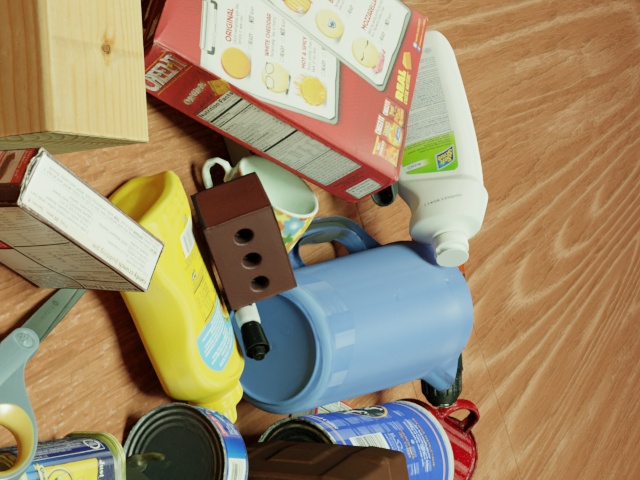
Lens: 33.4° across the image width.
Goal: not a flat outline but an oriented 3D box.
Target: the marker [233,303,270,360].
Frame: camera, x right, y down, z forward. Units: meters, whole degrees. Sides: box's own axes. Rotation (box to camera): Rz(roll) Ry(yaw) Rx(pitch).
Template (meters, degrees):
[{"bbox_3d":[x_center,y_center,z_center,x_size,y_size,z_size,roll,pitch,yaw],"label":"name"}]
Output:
[{"bbox_3d":[-0.061,0.040,0.805,0.020,0.020,0.121,48,16,-49],"label":"marker"}]

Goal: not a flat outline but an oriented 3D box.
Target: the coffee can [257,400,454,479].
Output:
[{"bbox_3d":[0.028,0.188,0.868,0.140,0.103,0.103,2,85,-49],"label":"coffee can"}]

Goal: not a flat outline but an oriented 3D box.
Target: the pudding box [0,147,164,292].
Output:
[{"bbox_3d":[-0.159,-0.009,0.615,0.113,0.090,0.039,41,56,-49],"label":"pudding box"}]

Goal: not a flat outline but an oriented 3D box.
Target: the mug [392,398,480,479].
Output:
[{"bbox_3d":[0.109,0.201,1.070,0.081,0.117,0.093,39,16,-47],"label":"mug"}]

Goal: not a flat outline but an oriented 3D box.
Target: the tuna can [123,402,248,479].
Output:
[{"bbox_3d":[-0.092,0.155,0.726,0.033,0.086,0.086,25,65,-60],"label":"tuna can"}]

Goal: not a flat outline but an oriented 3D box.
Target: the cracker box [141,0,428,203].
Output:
[{"bbox_3d":[-0.028,-0.147,0.810,0.213,0.072,0.164,27,58,-25],"label":"cracker box"}]

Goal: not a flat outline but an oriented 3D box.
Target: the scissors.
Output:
[{"bbox_3d":[-0.168,0.079,0.624,0.096,0.016,0.201,47,31,9],"label":"scissors"}]

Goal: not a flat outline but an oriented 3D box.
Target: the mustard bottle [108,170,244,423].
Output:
[{"bbox_3d":[-0.097,0.054,0.754,0.096,0.058,0.191,-82,157,-61],"label":"mustard bottle"}]

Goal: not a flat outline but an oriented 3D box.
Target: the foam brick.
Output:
[{"bbox_3d":[-0.055,0.001,0.766,0.051,0.053,0.078,-118,-171,-53],"label":"foam brick"}]

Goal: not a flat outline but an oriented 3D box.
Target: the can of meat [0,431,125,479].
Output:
[{"bbox_3d":[-0.163,0.168,0.627,0.083,0.058,0.102,5,82,-59],"label":"can of meat"}]

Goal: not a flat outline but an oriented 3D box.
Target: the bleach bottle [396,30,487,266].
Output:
[{"bbox_3d":[0.098,-0.083,1.013,0.068,0.103,0.251,47,29,-48],"label":"bleach bottle"}]

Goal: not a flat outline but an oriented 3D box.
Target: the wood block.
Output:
[{"bbox_3d":[-0.166,-0.158,0.622,0.090,0.090,0.206,-2,89,-62],"label":"wood block"}]

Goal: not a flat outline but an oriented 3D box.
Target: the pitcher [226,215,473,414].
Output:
[{"bbox_3d":[0.018,0.065,0.915,0.242,0.149,0.145,-6,108,-58],"label":"pitcher"}]
